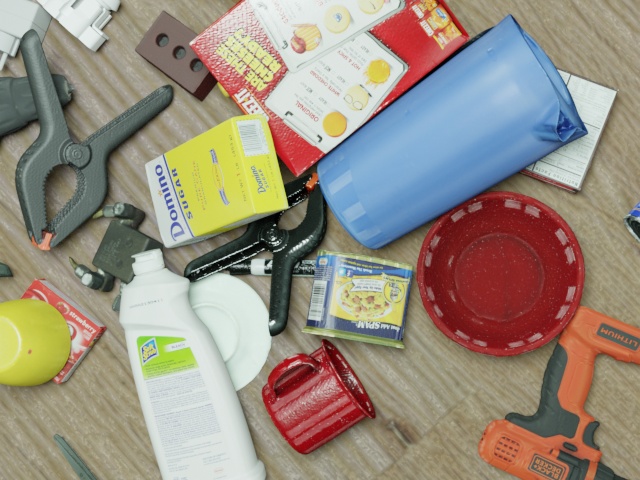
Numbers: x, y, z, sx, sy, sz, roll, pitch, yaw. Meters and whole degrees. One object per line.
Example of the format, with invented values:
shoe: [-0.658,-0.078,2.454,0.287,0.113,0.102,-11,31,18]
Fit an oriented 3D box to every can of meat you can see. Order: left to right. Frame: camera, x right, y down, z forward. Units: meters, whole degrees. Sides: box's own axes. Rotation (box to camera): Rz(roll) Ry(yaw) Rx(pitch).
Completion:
can of meat: [0.039,0.058,1.060,0.102,0.058,0.084,11,85,-22]

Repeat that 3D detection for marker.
marker: [-0.039,0.028,1.097,0.121,0.020,0.020,1,87,4]

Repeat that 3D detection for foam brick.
foam brick: [-0.141,-0.188,1.098,0.078,0.051,0.053,36,90,4]

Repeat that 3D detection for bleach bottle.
bleach bottle: [-0.133,0.131,1.057,0.102,0.068,0.251,-14,95,4]

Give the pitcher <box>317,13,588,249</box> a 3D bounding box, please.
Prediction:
pitcher: [0.119,-0.102,1.028,0.243,0.149,0.145,-33,86,17]

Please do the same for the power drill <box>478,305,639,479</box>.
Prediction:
power drill: [0.272,0.171,1.050,0.184,0.057,0.187,24,89,5]

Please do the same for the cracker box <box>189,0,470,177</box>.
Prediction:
cracker box: [0.008,-0.193,1.024,0.214,0.072,0.164,-38,101,5]

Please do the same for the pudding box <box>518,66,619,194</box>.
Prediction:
pudding box: [0.237,-0.114,1.076,0.090,0.039,0.113,22,91,5]

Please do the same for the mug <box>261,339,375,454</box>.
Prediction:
mug: [-0.010,0.151,1.046,0.081,0.117,0.093,-34,46,6]

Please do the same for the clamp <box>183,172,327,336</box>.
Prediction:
clamp: [-0.057,0.001,1.078,0.120,0.039,0.171,24,71,9]

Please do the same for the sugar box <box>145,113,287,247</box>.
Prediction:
sugar box: [-0.106,-0.054,1.036,0.048,0.177,0.093,-10,85,-40]

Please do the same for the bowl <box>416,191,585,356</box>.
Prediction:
bowl: [0.178,0.034,1.059,0.162,0.055,0.162,-1,84,9]

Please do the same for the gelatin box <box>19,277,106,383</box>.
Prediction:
gelatin box: [-0.280,0.093,1.105,0.089,0.030,0.073,37,90,4]

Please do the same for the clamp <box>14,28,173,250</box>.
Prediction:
clamp: [-0.256,-0.096,1.067,0.164,0.036,0.210,27,84,-30]

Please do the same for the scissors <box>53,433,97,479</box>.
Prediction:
scissors: [-0.196,0.272,1.083,0.096,0.016,0.202,-30,85,29]
